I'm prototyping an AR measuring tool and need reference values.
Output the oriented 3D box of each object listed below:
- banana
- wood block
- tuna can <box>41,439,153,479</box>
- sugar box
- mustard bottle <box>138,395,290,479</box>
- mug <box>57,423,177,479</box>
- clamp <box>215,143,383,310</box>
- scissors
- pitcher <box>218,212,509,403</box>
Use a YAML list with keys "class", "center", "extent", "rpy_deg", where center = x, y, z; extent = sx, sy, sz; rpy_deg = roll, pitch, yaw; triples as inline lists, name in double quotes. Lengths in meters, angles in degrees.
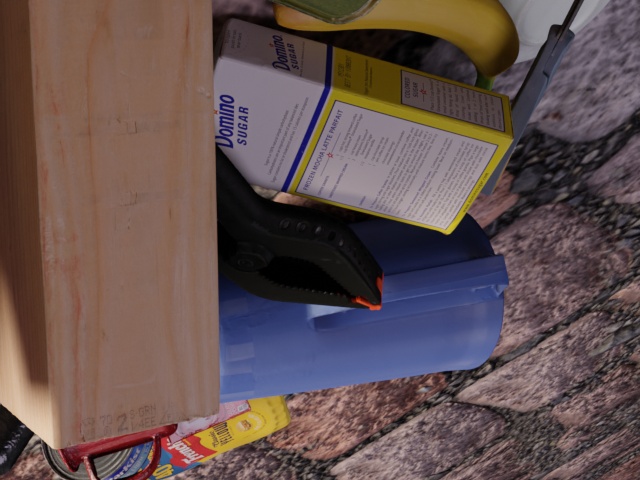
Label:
- class: "banana"
  center: [0.062, -0.130, 0.641]
  extent: [0.197, 0.037, 0.070]
  rpy_deg: [13, 120, -42]
- class: "wood block"
  center: [-0.108, -0.018, 0.516]
  extent: [0.090, 0.091, 0.206]
  rpy_deg: [-7, 103, -33]
- class: "tuna can"
  center: [-0.176, 0.153, 0.849]
  extent: [0.086, 0.086, 0.033]
  rpy_deg: [-32, 152, 6]
- class: "sugar box"
  center: [0.015, -0.065, 0.635]
  extent: [0.176, 0.048, 0.093]
  rpy_deg: [16, 136, -10]
- class: "mustard bottle"
  center: [-0.125, 0.166, 0.939]
  extent: [0.191, 0.058, 0.096]
  rpy_deg: [-23, 141, -8]
- class: "mug"
  center: [-0.151, 0.124, 0.781]
  extent: [0.081, 0.117, 0.093]
  rpy_deg: [-16, 153, -5]
- class: "clamp"
  center: [-0.054, 0.001, 0.667]
  extent: [0.209, 0.036, 0.165]
  rpy_deg: [27, 144, -31]
- class: "scissors"
  center: [0.142, -0.118, 0.648]
  extent: [0.202, 0.016, 0.096]
  rpy_deg: [-66, 175, 29]
- class: "pitcher"
  center: [0.012, 0.048, 0.799]
  extent: [0.242, 0.145, 0.149]
  rpy_deg: [-8, 129, -27]
